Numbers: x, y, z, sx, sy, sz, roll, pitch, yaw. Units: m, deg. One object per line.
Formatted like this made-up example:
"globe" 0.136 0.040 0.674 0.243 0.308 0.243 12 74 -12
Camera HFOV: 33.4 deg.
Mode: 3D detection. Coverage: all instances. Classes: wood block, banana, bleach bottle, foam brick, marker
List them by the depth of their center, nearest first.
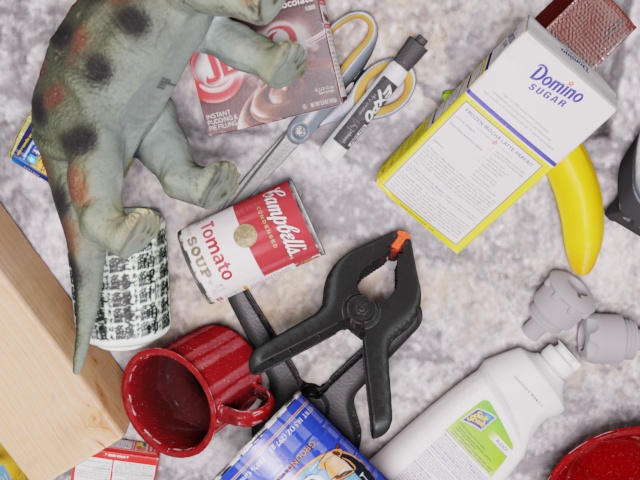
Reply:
"foam brick" 0.195 -0.159 0.831 0.078 0.051 0.053 -44 102 10
"marker" 0.043 -0.112 0.841 0.020 0.020 0.121 37 101 -10
"banana" 0.184 -0.062 0.867 0.070 0.037 0.197 -32 102 31
"wood block" -0.248 0.083 0.871 0.091 0.090 0.206 -32 104 7
"bleach bottle" 0.125 0.184 0.917 0.251 0.068 0.102 -43 100 8

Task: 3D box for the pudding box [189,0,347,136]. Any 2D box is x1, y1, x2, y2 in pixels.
"pudding box" -0.043 -0.137 0.829 0.113 0.039 0.090 -12 99 10

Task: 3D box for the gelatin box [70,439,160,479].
"gelatin box" -0.183 0.219 0.939 0.073 0.030 0.089 9 105 -5

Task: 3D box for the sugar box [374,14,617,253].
"sugar box" 0.133 -0.079 0.826 0.093 0.048 0.176 39 120 -10

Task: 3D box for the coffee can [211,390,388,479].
"coffee can" -0.003 0.205 0.847 0.140 0.102 0.103 44 101 5

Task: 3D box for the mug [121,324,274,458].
"mug" -0.091 0.121 0.868 0.117 0.081 0.093 13 111 27

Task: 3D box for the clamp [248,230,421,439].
"clamp" 0.020 0.062 0.853 0.120 0.039 0.171 21 62 0

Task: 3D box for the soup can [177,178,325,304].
"soup can" -0.056 0.001 0.858 0.102 0.068 0.068 -24 104 1

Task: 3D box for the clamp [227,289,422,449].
"clamp" -0.017 0.131 0.914 0.164 0.036 0.210 15 104 1

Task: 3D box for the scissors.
"scissors" 0.004 -0.087 0.866 0.096 0.016 0.202 26 103 -7
